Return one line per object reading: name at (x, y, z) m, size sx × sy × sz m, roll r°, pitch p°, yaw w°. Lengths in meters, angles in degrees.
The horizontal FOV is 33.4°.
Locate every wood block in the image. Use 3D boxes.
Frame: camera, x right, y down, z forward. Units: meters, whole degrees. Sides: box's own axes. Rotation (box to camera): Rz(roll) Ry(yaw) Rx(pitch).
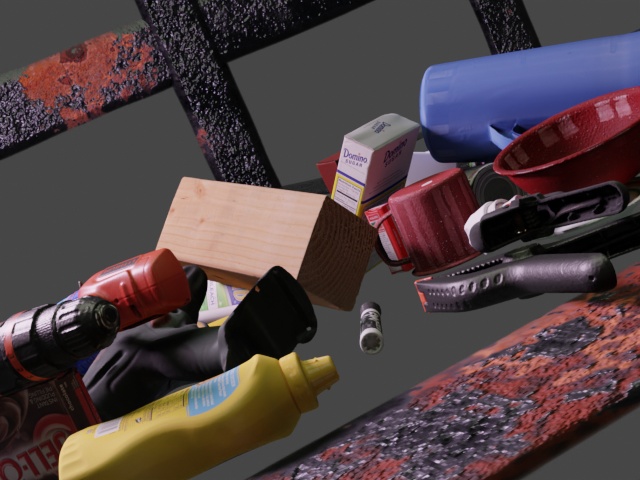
wood block at (-0.057, 0.002, 1.070) m, size 0.206 × 0.090 × 0.090 m, roll 9°, pitch -14°, yaw 42°

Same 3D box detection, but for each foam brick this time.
foam brick at (0.038, -0.084, 1.320) m, size 0.051 × 0.053 × 0.078 m, roll -28°, pitch 10°, yaw -15°

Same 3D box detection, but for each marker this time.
marker at (0.042, 0.071, 0.886) m, size 0.020 × 0.020 × 0.121 m, roll -23°, pitch 7°, yaw 5°

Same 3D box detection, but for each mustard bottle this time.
mustard bottle at (-0.078, 0.124, 0.725) m, size 0.191 × 0.058 × 0.096 m, roll -24°, pitch 6°, yaw 0°

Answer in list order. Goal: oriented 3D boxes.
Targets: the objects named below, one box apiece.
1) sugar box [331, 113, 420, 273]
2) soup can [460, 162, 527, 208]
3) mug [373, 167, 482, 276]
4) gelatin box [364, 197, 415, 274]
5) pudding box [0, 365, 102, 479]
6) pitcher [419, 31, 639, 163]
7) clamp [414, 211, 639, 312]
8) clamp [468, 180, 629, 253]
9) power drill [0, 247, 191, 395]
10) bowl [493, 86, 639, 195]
sugar box at (0.049, -0.043, 1.147) m, size 0.048 × 0.176 × 0.093 m, roll 27°, pitch 36°, yaw 26°
soup can at (0.167, -0.046, 1.142) m, size 0.068 × 0.068 × 0.102 m, roll -26°, pitch 8°, yaw -19°
mug at (0.107, -0.016, 1.056) m, size 0.117 × 0.081 × 0.093 m, roll -22°, pitch 7°, yaw 11°
gelatin box at (0.096, -0.015, 1.121) m, size 0.089 × 0.073 × 0.030 m, roll -30°, pitch 9°, yaw -39°
pudding box at (-0.221, 0.157, 0.830) m, size 0.114 × 0.090 × 0.039 m, roll -21°, pitch 6°, yaw 28°
pitcher at (0.230, -0.138, 1.120) m, size 0.243 × 0.145 × 0.149 m, roll -3°, pitch -11°, yaw 20°
clamp at (0.165, 0.019, 0.796) m, size 0.164 × 0.036 × 0.210 m, roll -22°, pitch 3°, yaw -43°
clamp at (0.161, -0.016, 0.851) m, size 0.120 × 0.039 × 0.171 m, roll -11°, pitch -2°, yaw -7°
power drill at (-0.185, 0.060, 0.833) m, size 0.185 × 0.057 × 0.187 m, roll -19°, pitch 4°, yaw 32°
bowl at (0.240, -0.078, 0.960) m, size 0.162 × 0.055 × 0.162 m, roll -27°, pitch 14°, yaw 7°
